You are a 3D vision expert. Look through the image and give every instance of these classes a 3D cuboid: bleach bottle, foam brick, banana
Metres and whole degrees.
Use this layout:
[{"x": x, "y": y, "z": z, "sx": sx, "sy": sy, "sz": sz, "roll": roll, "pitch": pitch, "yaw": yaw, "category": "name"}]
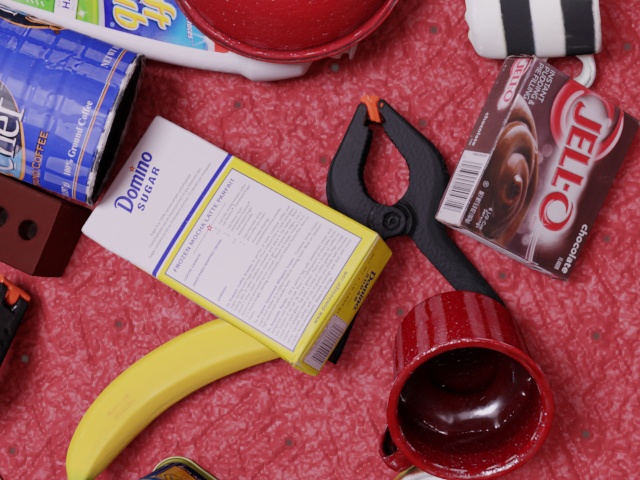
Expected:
[{"x": -0.096, "y": -0.167, "z": 0.696, "sx": 0.251, "sy": 0.068, "sz": 0.102, "roll": 14, "pitch": 102, "yaw": 7, "category": "bleach bottle"}, {"x": -0.204, "y": -0.014, "z": 0.707, "sx": 0.078, "sy": 0.051, "sz": 0.053, "roll": 23, "pitch": 89, "yaw": 8, "category": "foam brick"}, {"x": -0.091, "y": 0.095, "z": 0.685, "sx": 0.197, "sy": 0.037, "sz": 0.070, "roll": -38, "pitch": 58, "yaw": -4, "category": "banana"}]

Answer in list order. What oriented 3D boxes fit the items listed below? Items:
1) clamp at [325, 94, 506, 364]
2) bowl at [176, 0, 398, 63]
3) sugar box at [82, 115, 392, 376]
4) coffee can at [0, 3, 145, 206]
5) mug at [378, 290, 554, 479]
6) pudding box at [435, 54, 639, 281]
[{"x": 0.057, "y": -0.007, "z": 0.680, "sx": 0.120, "sy": 0.039, "sz": 0.171, "roll": -2, "pitch": 93, "yaw": 1, "category": "clamp"}, {"x": -0.021, "y": -0.191, "z": 0.637, "sx": 0.162, "sy": 0.055, "sz": 0.162, "roll": 0, "pitch": 84, "yaw": 1, "category": "bowl"}, {"x": -0.054, "y": 0.001, "z": 0.668, "sx": 0.176, "sy": 0.048, "sz": 0.093, "roll": 30, "pitch": 83, "yaw": 26, "category": "sugar box"}, {"x": -0.193, "y": -0.092, "z": 0.670, "sx": 0.140, "sy": 0.103, "sz": 0.103, "roll": 20, "pitch": 89, "yaw": -6, "category": "coffee can"}, {"x": 0.077, "y": 0.090, "z": 0.633, "sx": 0.093, "sy": 0.081, "sz": 0.117, "roll": 36, "pitch": 109, "yaw": -12, "category": "mug"}, {"x": 0.133, "y": -0.044, "z": 0.653, "sx": 0.090, "sy": 0.039, "sz": 0.113, "roll": 25, "pitch": 92, "yaw": -24, "category": "pudding box"}]
